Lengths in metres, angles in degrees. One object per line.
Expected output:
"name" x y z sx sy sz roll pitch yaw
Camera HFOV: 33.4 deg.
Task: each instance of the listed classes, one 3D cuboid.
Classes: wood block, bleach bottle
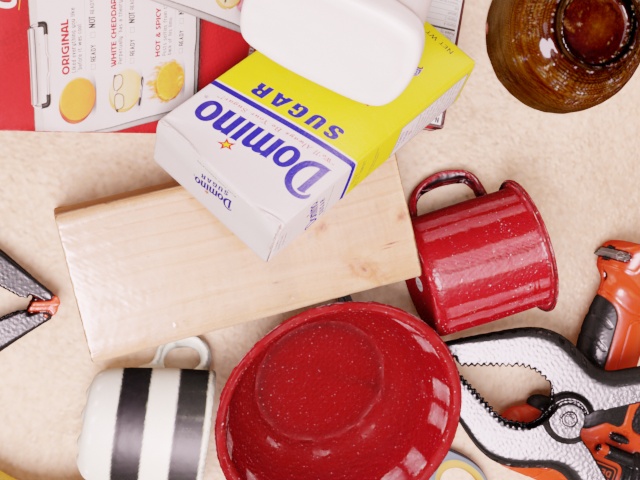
"wood block" -0.054 0.000 0.670 0.206 0.091 0.090 -14 98 -12
"bleach bottle" 0.040 -0.195 0.635 0.102 0.068 0.250 25 52 -2

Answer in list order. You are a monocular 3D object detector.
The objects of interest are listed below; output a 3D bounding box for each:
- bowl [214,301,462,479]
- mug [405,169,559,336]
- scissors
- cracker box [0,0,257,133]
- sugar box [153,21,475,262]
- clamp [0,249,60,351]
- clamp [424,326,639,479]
"bowl" 0.007 0.104 0.690 0.162 0.055 0.162 -5 112 -14
"mug" 0.098 0.005 0.715 0.081 0.093 0.117 -17 67 -7
"scissors" 0.068 0.127 0.747 0.096 0.016 0.202 -7 97 -10
"cracker box" -0.111 -0.145 0.587 0.213 0.072 0.164 -6 112 -53
"sugar box" -0.001 -0.076 0.617 0.093 0.048 0.176 42 58 12
"clamp" -0.250 0.045 0.652 0.171 0.039 0.120 13 93 -15
"clamp" 0.172 0.108 0.705 0.210 0.036 0.164 30 92 6
